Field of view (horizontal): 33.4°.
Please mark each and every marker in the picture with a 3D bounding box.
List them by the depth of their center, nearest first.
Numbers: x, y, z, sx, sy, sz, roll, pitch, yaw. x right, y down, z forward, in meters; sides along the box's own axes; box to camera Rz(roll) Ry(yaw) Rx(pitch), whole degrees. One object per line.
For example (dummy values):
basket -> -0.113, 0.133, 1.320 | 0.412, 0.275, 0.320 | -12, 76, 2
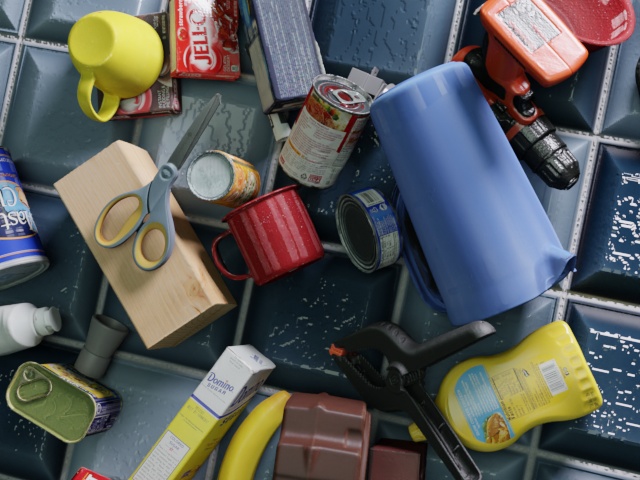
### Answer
marker -> -0.058, -0.168, 1.178 | 0.020, 0.020, 0.121 | -20, 82, 10

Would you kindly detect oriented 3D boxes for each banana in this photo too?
banana -> -0.076, 0.256, 1.144 | 0.069, 0.037, 0.198 | 7, 88, -2

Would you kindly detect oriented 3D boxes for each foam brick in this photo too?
foam brick -> 0.079, 0.235, 1.090 | 0.051, 0.078, 0.053 | 3, 89, 11

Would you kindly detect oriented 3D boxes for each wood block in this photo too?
wood block -> -0.188, 0.005, 1.157 | 0.091, 0.090, 0.206 | -33, 81, 8

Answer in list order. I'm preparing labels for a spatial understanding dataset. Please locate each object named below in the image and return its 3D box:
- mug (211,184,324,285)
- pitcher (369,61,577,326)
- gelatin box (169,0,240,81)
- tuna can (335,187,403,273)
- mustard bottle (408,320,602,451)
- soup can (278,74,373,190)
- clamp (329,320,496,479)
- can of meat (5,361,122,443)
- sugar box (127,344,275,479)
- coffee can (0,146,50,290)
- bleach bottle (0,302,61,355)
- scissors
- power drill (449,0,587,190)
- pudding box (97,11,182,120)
mug -> -0.057, 0.001, 1.128 | 0.117, 0.093, 0.081 | -24, 86, -2
pitcher -> 0.136, -0.043, 1.059 | 0.149, 0.145, 0.243 | -24, 89, 3
gelatin box -> -0.127, -0.222, 1.174 | 0.073, 0.030, 0.089 | 0, 85, -21
tuna can -> 0.051, -0.012, 1.109 | 0.033, 0.086, 0.086 | -19, 81, -22
mustard bottle -> 0.179, 0.160, 1.083 | 0.192, 0.058, 0.096 | -25, 85, 9
soup can -> 0.004, -0.112, 1.110 | 0.068, 0.068, 0.102 | 35, 124, 12
clamp -> 0.089, 0.146, 1.066 | 0.210, 0.036, 0.164 | 9, 103, 48
can of meat -> -0.277, 0.174, 1.166 | 0.102, 0.084, 0.057 | 27, 92, 12
sugar box -> -0.122, 0.192, 1.128 | 0.048, 0.093, 0.176 | 40, 95, 11
coffee can -> -0.374, -0.021, 1.191 | 0.103, 0.102, 0.140 | -23, 81, 9
bleach bottle -> -0.413, 0.113, 1.189 | 0.251, 0.102, 0.068 | -13, 88, 12
scissors -> -0.148, -0.048, 1.085 | 0.202, 0.016, 0.096 | -40, 83, 16
power drill -> 0.200, -0.146, 1.037 | 0.057, 0.188, 0.184 | -36, 75, -13
pudding box -> -0.205, -0.194, 1.201 | 0.090, 0.039, 0.113 | -5, 85, 12
